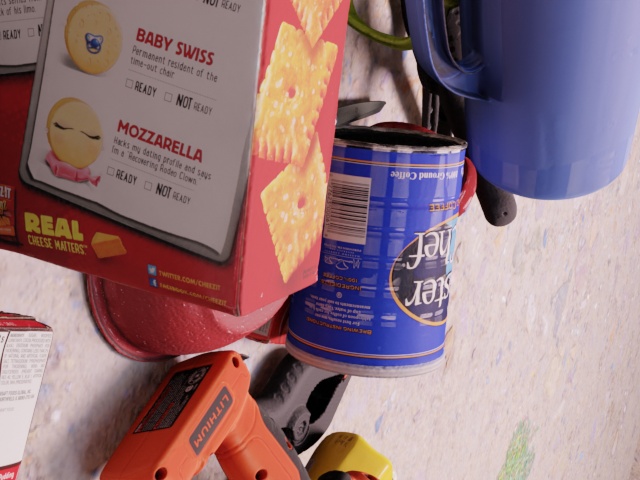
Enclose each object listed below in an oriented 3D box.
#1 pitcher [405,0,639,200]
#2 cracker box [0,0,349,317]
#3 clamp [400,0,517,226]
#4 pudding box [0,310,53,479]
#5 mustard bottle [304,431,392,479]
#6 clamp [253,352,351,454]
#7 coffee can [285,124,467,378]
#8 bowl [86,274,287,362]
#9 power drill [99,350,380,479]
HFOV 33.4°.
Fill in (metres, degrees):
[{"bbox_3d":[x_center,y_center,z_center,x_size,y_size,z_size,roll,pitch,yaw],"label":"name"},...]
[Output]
[{"bbox_3d":[0.134,-0.141,0.640,0.145,0.149,0.243,-71,161,-45],"label":"pitcher"},{"bbox_3d":[-0.073,-0.095,0.410,0.072,0.164,0.214,-20,120,-61],"label":"cracker box"},{"bbox_3d":[0.098,-0.120,0.801,0.036,0.165,0.210,-20,125,-6],"label":"clamp"},{"bbox_3d":[-0.161,0.085,0.450,0.090,0.039,0.113,20,82,-74],"label":"pudding box"},{"bbox_3d":[-0.027,0.225,0.744,0.191,0.058,0.096,-50,180,-25],"label":"mustard bottle"},{"bbox_3d":[-0.030,0.138,0.748,0.171,0.039,0.120,-30,135,-47],"label":"clamp"},{"bbox_3d":[0.034,0.003,0.669,0.102,0.103,0.140,-17,114,-60],"label":"coffee can"},{"bbox_3d":[-0.054,0.001,0.597,0.161,0.055,0.162,-35,134,-46],"label":"bowl"},{"bbox_3d":[-0.042,0.172,0.624,0.187,0.057,0.184,53,42,-23],"label":"power drill"}]
